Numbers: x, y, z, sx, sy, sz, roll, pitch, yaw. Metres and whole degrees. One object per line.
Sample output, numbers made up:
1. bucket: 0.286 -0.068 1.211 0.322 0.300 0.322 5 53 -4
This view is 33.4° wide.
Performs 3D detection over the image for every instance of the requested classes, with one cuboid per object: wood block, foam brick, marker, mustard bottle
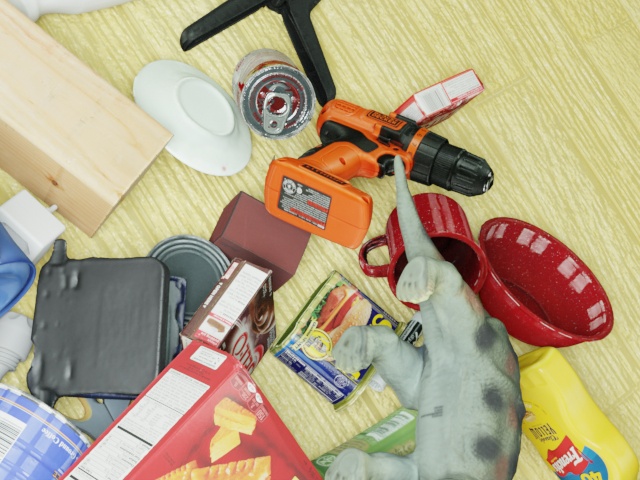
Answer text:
1. wood block: -0.241 -0.109 0.904 0.206 0.091 0.090 39 60 -8
2. foam brick: -0.056 0.001 0.972 0.078 0.053 0.051 30 61 -13
3. marker: 0.083 0.095 1.022 0.020 0.020 0.121 43 59 -5
4. mustard bottle: 0.246 0.194 1.017 0.058 0.096 0.191 -38 90 -32

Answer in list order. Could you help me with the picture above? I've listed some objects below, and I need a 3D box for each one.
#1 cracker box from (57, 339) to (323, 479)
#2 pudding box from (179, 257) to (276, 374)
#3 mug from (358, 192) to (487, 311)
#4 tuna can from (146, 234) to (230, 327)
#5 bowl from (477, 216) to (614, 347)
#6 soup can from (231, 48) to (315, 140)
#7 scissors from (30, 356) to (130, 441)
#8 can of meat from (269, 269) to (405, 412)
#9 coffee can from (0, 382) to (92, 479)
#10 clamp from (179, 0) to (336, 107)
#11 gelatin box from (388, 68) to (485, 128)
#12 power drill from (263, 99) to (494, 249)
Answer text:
1. cracker box: -0.107 0.207 0.785 0.213 0.072 0.164 -47 126 -25
2. pudding box: -0.075 0.081 0.898 0.039 0.113 0.090 23 58 18
3. mug: 0.094 0.010 1.015 0.117 0.093 0.081 -11 35 4
4. tuna can: -0.120 0.040 0.937 0.086 0.034 0.086 9 67 -22
5. bowl: 0.209 0.052 1.057 0.162 0.055 0.162 23 35 -18
6. soup can: -0.046 -0.138 0.992 0.068 0.102 0.068 -3 109 -9
7. scissors: -0.157 0.161 0.884 0.202 0.016 0.096 49 59 -1
8. can of meat: 0.015 0.089 0.971 0.084 0.058 0.102 40 59 -4
9. coffee can: -0.246 0.189 0.780 0.102 0.103 0.140 36 60 -9
10. clamp: -0.035 -0.242 1.084 0.164 0.036 0.210 27 65 -15
11. gelatin box: 0.115 -0.137 1.094 0.089 0.073 0.030 -27 85 -32
12. power drill: 0.049 -0.060 0.980 0.185 0.057 0.187 22 33 20
